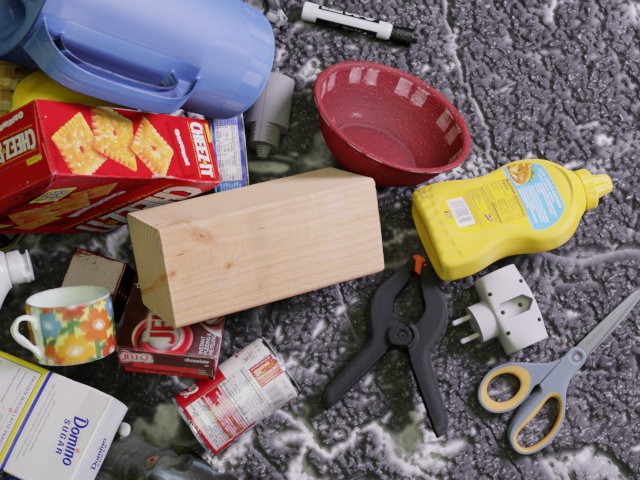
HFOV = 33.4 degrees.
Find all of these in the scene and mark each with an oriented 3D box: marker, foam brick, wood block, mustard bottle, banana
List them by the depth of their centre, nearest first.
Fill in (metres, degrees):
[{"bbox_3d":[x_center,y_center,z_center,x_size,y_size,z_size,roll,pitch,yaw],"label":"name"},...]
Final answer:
[{"bbox_3d":[-0.056,0.002,0.963,0.205,0.091,0.090,-15,108,-24],"label":"wood block"},{"bbox_3d":[-0.216,-0.121,0.973,0.037,0.197,0.070,40,107,24],"label":"banana"},{"bbox_3d":[-0.208,0.043,0.999,0.051,0.078,0.053,18,81,0],"label":"foam brick"},{"bbox_3d":[0.191,-0.030,1.035,0.191,0.058,0.096,-17,56,-6],"label":"mustard bottle"},{"bbox_3d":[0.041,-0.220,1.088,0.121,0.020,0.020,14,79,1],"label":"marker"}]

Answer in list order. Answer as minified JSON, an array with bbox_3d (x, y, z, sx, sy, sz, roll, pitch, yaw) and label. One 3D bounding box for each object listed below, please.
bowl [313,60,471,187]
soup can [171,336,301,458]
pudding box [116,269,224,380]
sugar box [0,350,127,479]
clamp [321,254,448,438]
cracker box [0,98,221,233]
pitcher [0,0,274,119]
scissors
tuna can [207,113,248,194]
[{"bbox_3d":[0.061,-0.102,1.026,0.162,0.055,0.162,14,41,-13],"label":"bowl"},{"bbox_3d":[-0.078,0.145,0.989,0.102,0.068,0.068,-35,82,-9],"label":"soup can"},{"bbox_3d":[-0.134,0.073,0.989,0.090,0.039,0.113,7,42,-2],"label":"pudding box"},{"bbox_3d":[-0.264,0.150,0.918,0.176,0.048,0.093,20,73,16],"label":"sugar box"},{"bbox_3d":[0.085,0.102,1.018,0.120,0.039,0.171,23,79,1],"label":"clamp"},{"bbox_3d":[-0.215,-0.055,0.923,0.164,0.213,0.072,-19,80,30],"label":"cracker box"},{"bbox_3d":[-0.156,-0.176,0.904,0.242,0.145,0.149,15,85,-42],"label":"pitcher"},{"bbox_3d":[0.226,0.110,1.034,0.096,0.016,0.201,31,79,4],"label":"scissors"},{"bbox_3d":[-0.088,-0.080,1.023,0.033,0.086,0.086,-5,79,-5],"label":"tuna can"}]
